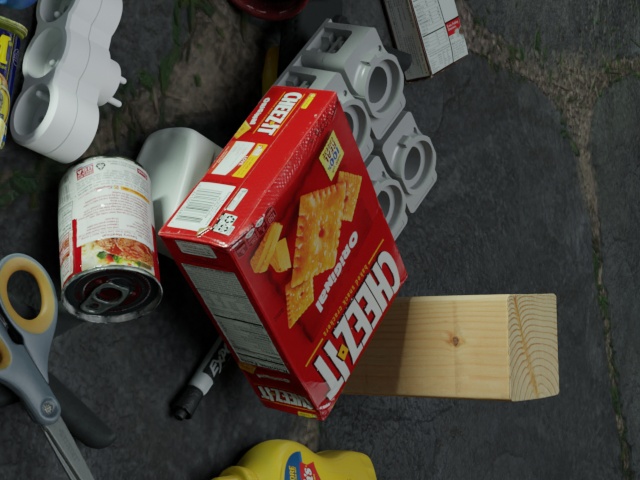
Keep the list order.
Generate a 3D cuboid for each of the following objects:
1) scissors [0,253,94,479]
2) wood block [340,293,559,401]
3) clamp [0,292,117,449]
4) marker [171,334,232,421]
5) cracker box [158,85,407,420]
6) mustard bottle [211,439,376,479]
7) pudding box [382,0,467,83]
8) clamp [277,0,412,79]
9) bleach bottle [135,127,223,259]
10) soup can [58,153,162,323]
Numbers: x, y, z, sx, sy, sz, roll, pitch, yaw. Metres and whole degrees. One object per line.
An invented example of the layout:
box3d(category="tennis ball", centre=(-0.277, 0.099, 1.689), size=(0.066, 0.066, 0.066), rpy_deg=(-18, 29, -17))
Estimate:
box3d(category="scissors", centre=(-0.177, 0.093, 0.710), size=(0.201, 0.016, 0.096), rpy_deg=(53, 47, -21))
box3d(category="wood block", centre=(0.102, 0.096, 0.972), size=(0.090, 0.207, 0.091), rpy_deg=(3, 85, -51))
box3d(category="clamp", centre=(-0.201, 0.087, 0.729), size=(0.171, 0.039, 0.120), rpy_deg=(3, 75, -45))
box3d(category="marker", centre=(-0.088, 0.100, 0.885), size=(0.020, 0.020, 0.121), rpy_deg=(58, 47, -30))
box3d(category="cracker box", centre=(-0.017, 0.013, 0.838), size=(0.164, 0.072, 0.213), rpy_deg=(-56, 140, -30))
box3d(category="mustard bottle", centre=(-0.026, 0.222, 0.920), size=(0.191, 0.058, 0.096), rpy_deg=(22, 69, -48))
box3d(category="pudding box", centre=(0.112, -0.237, 1.150), size=(0.089, 0.039, 0.113), rpy_deg=(-35, 111, -47))
box3d(category="clamp", centre=(0.009, -0.200, 0.992), size=(0.164, 0.036, 0.209), rpy_deg=(61, 36, -13))
box3d(category="bleach bottle", centre=(-0.056, 0.001, 0.902), size=(0.250, 0.068, 0.102), rpy_deg=(34, 65, -48))
box3d(category="soup can", centre=(-0.149, -0.002, 0.751), size=(0.068, 0.069, 0.102), rpy_deg=(33, 35, -45))
